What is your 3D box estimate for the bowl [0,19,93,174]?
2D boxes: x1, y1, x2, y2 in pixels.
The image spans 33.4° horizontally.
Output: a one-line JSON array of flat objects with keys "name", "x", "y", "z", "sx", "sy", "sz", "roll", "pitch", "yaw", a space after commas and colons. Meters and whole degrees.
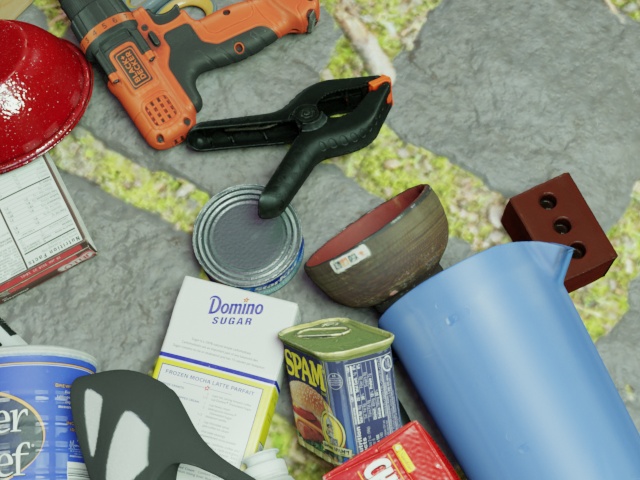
[{"name": "bowl", "x": -0.270, "y": -0.129, "z": 0.867, "sx": 0.162, "sy": 0.055, "sz": 0.162, "roll": -7, "pitch": 54, "yaw": 10}]

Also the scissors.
[{"name": "scissors", "x": -0.168, "y": -0.164, "z": 0.917, "sx": 0.096, "sy": 0.016, "sz": 0.201, "roll": 33, "pitch": 76, "yaw": 15}]

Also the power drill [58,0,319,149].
[{"name": "power drill", "x": -0.109, "y": -0.193, "z": 0.885, "sx": 0.187, "sy": 0.057, "sz": 0.184, "roll": -33, "pitch": 87, "yaw": -4}]

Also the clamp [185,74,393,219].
[{"name": "clamp", "x": -0.020, "y": -0.090, "z": 0.855, "sx": 0.171, "sy": 0.039, "sz": 0.120, "roll": -35, "pitch": 58, "yaw": -28}]

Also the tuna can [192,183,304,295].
[{"name": "tuna can", "x": -0.055, "y": 0.001, "z": 0.837, "sx": 0.086, "sy": 0.034, "sz": 0.086, "roll": -1, "pitch": 69, "yaw": 4}]

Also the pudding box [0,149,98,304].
[{"name": "pudding box", "x": -0.243, "y": -0.018, "z": 0.857, "sx": 0.090, "sy": 0.039, "sz": 0.113, "roll": -27, "pitch": 72, "yaw": -6}]

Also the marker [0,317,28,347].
[{"name": "marker", "x": -0.274, "y": 0.052, "z": 0.843, "sx": 0.121, "sy": 0.020, "sz": 0.020, "roll": 41, "pitch": 77, "yaw": 17}]

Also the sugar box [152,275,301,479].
[{"name": "sugar box", "x": -0.081, "y": 0.122, "z": 0.789, "sx": 0.093, "sy": 0.048, "sz": 0.176, "roll": 14, "pitch": 69, "yaw": 8}]

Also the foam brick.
[{"name": "foam brick", "x": 0.180, "y": -0.002, "z": 0.811, "sx": 0.053, "sy": 0.051, "sz": 0.078, "roll": -25, "pitch": 70, "yaw": -6}]

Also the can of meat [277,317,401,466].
[{"name": "can of meat", "x": 0.015, "y": 0.105, "z": 0.746, "sx": 0.057, "sy": 0.102, "sz": 0.084, "roll": -12, "pitch": 99, "yaw": -22}]

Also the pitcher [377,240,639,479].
[{"name": "pitcher", "x": 0.140, "y": 0.134, "z": 0.733, "sx": 0.144, "sy": 0.149, "sz": 0.243, "roll": -20, "pitch": 72, "yaw": -19}]

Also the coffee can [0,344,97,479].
[{"name": "coffee can", "x": -0.208, "y": 0.155, "z": 0.755, "sx": 0.103, "sy": 0.103, "sz": 0.140, "roll": -7, "pitch": 70, "yaw": 2}]
